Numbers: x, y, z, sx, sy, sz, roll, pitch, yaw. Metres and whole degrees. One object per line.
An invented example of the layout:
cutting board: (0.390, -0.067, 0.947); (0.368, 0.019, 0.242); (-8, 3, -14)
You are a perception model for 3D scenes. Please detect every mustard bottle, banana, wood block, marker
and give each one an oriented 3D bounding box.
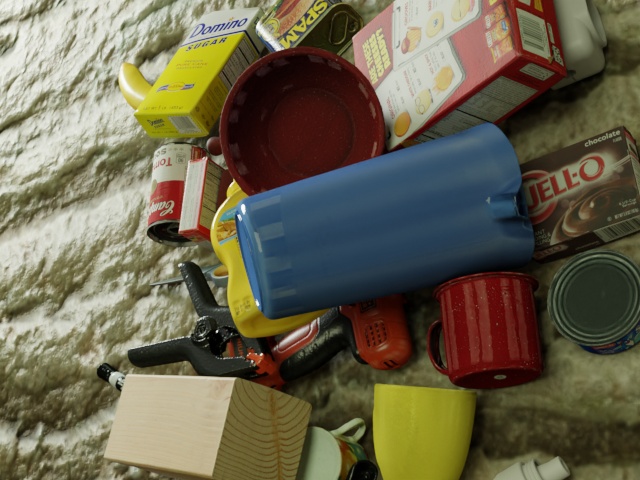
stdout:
mustard bottle: (-0.057, 0.002, 1.048); (0.096, 0.058, 0.192); (-21, 50, 0)
banana: (-0.193, -0.175, 1.311); (0.198, 0.037, 0.069); (19, 59, 37)
wood block: (-0.112, 0.183, 1.017); (0.207, 0.090, 0.091); (-8, 63, 52)
marker: (-0.208, 0.165, 1.176); (0.121, 0.020, 0.020); (24, 85, 39)

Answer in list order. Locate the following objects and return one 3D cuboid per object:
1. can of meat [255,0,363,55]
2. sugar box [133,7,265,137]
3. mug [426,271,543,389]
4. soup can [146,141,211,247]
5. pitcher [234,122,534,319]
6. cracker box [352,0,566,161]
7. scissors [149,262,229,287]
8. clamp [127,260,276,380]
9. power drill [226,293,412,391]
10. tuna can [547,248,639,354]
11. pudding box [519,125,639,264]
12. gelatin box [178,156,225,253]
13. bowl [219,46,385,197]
can of meat: (-0.015, -0.239, 1.198); (0.102, 0.057, 0.084); (-45, 48, 9)
sugar box: (-0.133, -0.196, 1.235); (0.093, 0.048, 0.176); (3, 55, 36)
mug: (0.139, 0.084, 0.928); (0.117, 0.093, 0.081); (-23, 62, 41)
soup can: (-0.159, -0.052, 1.207); (0.069, 0.068, 0.102); (-14, 62, 30)
pitcher: (0.051, -0.012, 0.940); (0.242, 0.149, 0.145); (-14, 54, -9)
cracker box: (0.127, -0.177, 1.021); (0.214, 0.072, 0.164); (-35, 49, 45)
scissors: (-0.108, 0.027, 1.161); (0.096, 0.016, 0.202); (-32, 15, -29)
clamp: (-0.118, 0.101, 1.053); (0.172, 0.039, 0.120); (32, 89, 42)
power drill: (-0.006, 0.065, 1.054); (0.188, 0.057, 0.184); (-28, 53, 24)
tuna can: (0.238, 0.052, 0.902); (0.086, 0.033, 0.086); (-15, 62, 29)
pudding box: (0.230, -0.039, 0.946); (0.114, 0.039, 0.090); (-20, 59, 27)
gelatin box: (-0.118, -0.037, 1.168); (0.030, 0.073, 0.089); (-10, 64, 31)
bowl: (-0.014, -0.105, 1.039); (0.162, 0.055, 0.162); (1, 95, 11)
